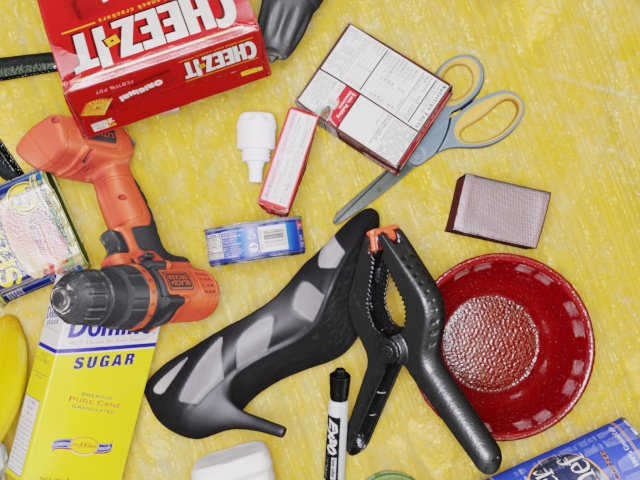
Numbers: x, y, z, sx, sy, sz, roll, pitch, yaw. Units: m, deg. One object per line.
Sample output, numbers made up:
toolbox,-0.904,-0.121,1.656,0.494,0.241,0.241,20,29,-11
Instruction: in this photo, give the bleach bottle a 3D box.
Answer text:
bleach bottle,-0.044,0.301,0.899,0.068,0.102,0.251,-15,88,-4

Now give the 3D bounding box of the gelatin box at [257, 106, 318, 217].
gelatin box,-0.027,-0.066,0.928,0.030,0.073,0.089,18,87,-1

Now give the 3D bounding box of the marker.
marker,0.014,0.167,0.928,0.020,0.020,0.121,2,109,-2

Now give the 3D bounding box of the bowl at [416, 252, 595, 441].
bowl,0.154,0.092,0.937,0.162,0.055,0.162,0,88,-2

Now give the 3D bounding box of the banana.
banana,-0.288,0.142,0.880,0.069,0.037,0.197,36,47,-4

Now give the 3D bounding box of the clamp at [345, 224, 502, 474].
clamp,0.075,0.093,0.879,0.036,0.165,0.210,-15,104,-44

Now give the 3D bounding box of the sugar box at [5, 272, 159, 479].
sugar box,-0.198,0.123,0.911,0.093,0.048,0.176,15,90,-37

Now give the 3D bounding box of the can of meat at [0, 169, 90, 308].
can of meat,-0.256,-0.005,0.923,0.084,0.057,0.102,-23,99,-6

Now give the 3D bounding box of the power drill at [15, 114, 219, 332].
power drill,-0.177,-0.011,0.869,0.057,0.184,0.188,-35,72,22

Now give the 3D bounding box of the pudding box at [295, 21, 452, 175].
pudding box,0.047,-0.125,0.943,0.113,0.039,0.090,34,86,8

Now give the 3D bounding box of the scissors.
scissors,0.085,-0.098,0.962,0.201,0.016,0.096,-24,87,-2

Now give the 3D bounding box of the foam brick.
foam brick,0.156,-0.024,0.943,0.078,0.053,0.051,12,87,0

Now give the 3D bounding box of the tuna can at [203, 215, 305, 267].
tuna can,-0.056,0.001,0.919,0.086,0.086,0.034,-8,89,-2

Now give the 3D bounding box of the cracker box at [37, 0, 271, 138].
cracker box,-0.152,-0.210,0.891,0.164,0.072,0.214,-20,62,-3

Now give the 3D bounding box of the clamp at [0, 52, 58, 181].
clamp,-0.308,-0.142,0.939,0.171,0.039,0.120,32,87,-4
